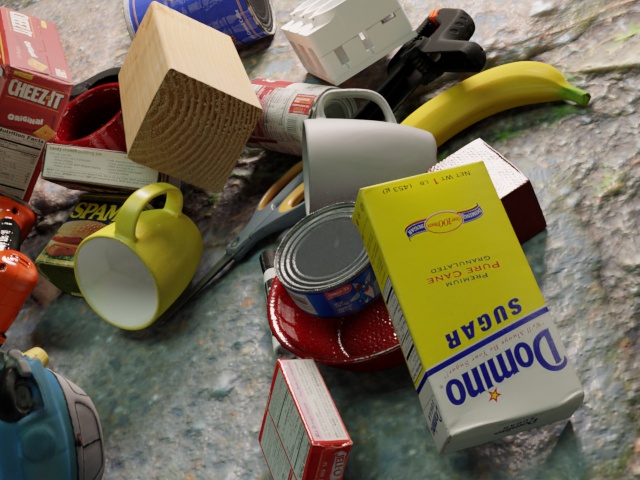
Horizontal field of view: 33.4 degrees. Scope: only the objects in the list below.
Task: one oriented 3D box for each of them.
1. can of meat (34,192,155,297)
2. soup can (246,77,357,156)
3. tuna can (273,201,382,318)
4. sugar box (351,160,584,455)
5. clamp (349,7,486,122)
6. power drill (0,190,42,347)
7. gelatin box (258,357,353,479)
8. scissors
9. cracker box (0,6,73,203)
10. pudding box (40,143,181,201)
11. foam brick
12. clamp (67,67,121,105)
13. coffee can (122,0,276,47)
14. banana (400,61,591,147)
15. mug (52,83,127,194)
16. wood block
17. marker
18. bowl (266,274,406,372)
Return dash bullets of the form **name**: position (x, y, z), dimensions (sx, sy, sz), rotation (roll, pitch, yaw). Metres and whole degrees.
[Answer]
- **can of meat**: position (-0.203, 0.007, 0.987), dimensions (0.102, 0.057, 0.083), rotation (5, 53, 38)
- **soup can**: position (-0.023, -0.113, 0.990), dimensions (0.102, 0.068, 0.068), rotation (14, 56, 42)
- **tuna can**: position (0.012, 0.014, 0.762), dimensions (0.086, 0.033, 0.086), rotation (-19, 40, 16)
- **sugar box**: position (0.092, 0.039, 0.687), dimensions (0.093, 0.048, 0.176), rotation (-15, 63, -12)
- **clamp**: position (0.085, -0.154, 0.963), dimensions (0.165, 0.036, 0.209), rotation (-34, 18, 26)
- **power drill**: position (-0.318, 0.051, 0.986), dimensions (0.185, 0.057, 0.188), rotation (-49, 29, 18)
- **gelatin box**: position (-0.011, 0.133, 0.706), dimensions (0.030, 0.073, 0.089), rotation (1, 32, -21)
- **scissors**: position (-0.056, 0.001, 0.915), dimensions (0.096, 0.016, 0.201), rotation (-2, 44, 54)
- **cracker box**: position (-0.331, -0.110, 1.100), dimensions (0.214, 0.072, 0.164), rotation (-63, 31, 22)
- **pudding box**: position (-0.193, -0.062, 0.998), dimensions (0.113, 0.090, 0.039), rotation (5, 88, 5)
- **foam brick**: position (0.126, -0.032, 0.815), dimensions (0.053, 0.051, 0.078), rotation (-32, 38, -3)
- **clamp**: position (-0.279, -0.165, 1.241), dimensions (0.171, 0.039, 0.120), rotation (-21, 43, 2)
- **coffee can**: position (-0.134, -0.254, 1.191), dimensions (0.140, 0.102, 0.103), rotation (-17, 40, 16)
- **banana**: position (0.124, -0.106, 0.910), dimensions (0.198, 0.037, 0.069), rotation (-24, 39, 9)
- **mug**: position (-0.215, -0.108, 1.100), dimensions (0.093, 0.081, 0.117), rotation (-16, 40, 18)
- **wood block**: position (-0.126, -0.137, 0.985), dimensions (0.090, 0.090, 0.206), rotation (-61, 24, 19)
- **marker**: position (-0.035, 0.048, 0.859), dimensions (0.020, 0.020, 0.121), rotation (-24, 38, 9)
- **bowl**: position (0.044, 0.041, 0.785), dimensions (0.162, 0.055, 0.162), rotation (-18, 40, 16)
